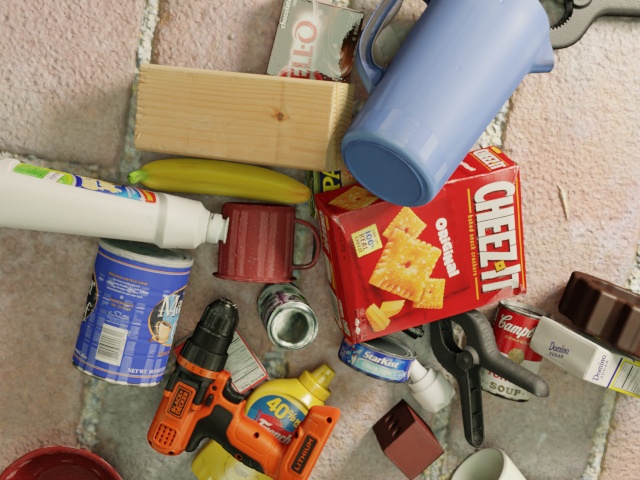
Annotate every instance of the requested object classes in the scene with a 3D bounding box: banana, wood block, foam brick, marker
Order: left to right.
[{"bbox_3d":[-0.111,-0.063,1.159,0.197,0.069,0.037,3,117,-12],"label":"banana"},{"bbox_3d":[-0.079,-0.128,1.106,0.206,0.090,0.091,8,98,15],"label":"wood block"},{"bbox_3d":[0.066,0.080,1.225,0.121,0.020,0.020,29,95,-10],"label":"marker"},{"bbox_3d":[0.099,0.228,1.224,0.053,0.078,0.051,-42,103,2],"label":"foam brick"}]

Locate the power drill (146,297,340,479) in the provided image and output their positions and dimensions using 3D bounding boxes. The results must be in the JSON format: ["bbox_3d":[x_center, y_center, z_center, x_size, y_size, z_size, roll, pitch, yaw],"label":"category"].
[{"bbox_3d":[-0.077,0.177,1.157,0.188,0.057,0.184,26,98,8],"label":"power drill"}]

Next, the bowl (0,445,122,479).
[{"bbox_3d":[-0.290,0.304,1.203,0.162,0.055,0.162,0,94,-3],"label":"bowl"}]

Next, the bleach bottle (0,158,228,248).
[{"bbox_3d":[-0.221,-0.032,1.122,0.251,0.102,0.068,9,101,-1],"label":"bleach bottle"}]

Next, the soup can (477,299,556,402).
[{"bbox_3d":[0.222,0.126,1.225,0.068,0.068,0.102,15,98,-8],"label":"soup can"}]

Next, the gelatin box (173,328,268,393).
[{"bbox_3d":[-0.113,0.137,1.211,0.073,0.030,0.089,-34,101,-1],"label":"gelatin box"}]

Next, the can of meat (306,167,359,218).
[{"bbox_3d":[0.029,-0.078,1.177,0.084,0.057,0.102,-4,101,-8],"label":"can of meat"}]

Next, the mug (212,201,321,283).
[{"bbox_3d":[-0.058,0.001,1.162,0.117,0.093,0.081,4,94,5],"label":"mug"}]

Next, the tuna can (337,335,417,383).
[{"bbox_3d":[0.063,0.129,1.199,0.086,0.086,0.034,18,99,-9],"label":"tuna can"}]

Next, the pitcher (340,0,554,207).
[{"bbox_3d":[0.115,-0.159,1.089,0.242,0.149,0.145,-55,130,-25],"label":"pitcher"}]

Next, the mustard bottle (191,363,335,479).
[{"bbox_3d":[-0.052,0.216,1.216,0.096,0.058,0.191,42,93,-1],"label":"mustard bottle"}]

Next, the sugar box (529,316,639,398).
[{"bbox_3d":[0.325,0.139,1.192,0.176,0.093,0.048,17,98,-33],"label":"sugar box"}]

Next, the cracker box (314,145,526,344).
[{"bbox_3d":[0.112,0.006,1.157,0.213,0.072,0.164,-15,119,-11],"label":"cracker box"}]

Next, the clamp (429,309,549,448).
[{"bbox_3d":[0.169,0.144,1.200,0.120,0.039,0.172,-51,56,22],"label":"clamp"}]

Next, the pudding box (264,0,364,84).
[{"bbox_3d":[-0.009,-0.203,1.160,0.090,0.039,0.113,13,98,-7],"label":"pudding box"}]

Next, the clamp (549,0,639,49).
[{"bbox_3d":[0.292,-0.268,1.181,0.210,0.036,0.164,-39,101,3],"label":"clamp"}]

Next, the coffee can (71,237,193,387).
[{"bbox_3d":[-0.203,0.074,1.154,0.102,0.103,0.140,14,98,-8],"label":"coffee can"}]
